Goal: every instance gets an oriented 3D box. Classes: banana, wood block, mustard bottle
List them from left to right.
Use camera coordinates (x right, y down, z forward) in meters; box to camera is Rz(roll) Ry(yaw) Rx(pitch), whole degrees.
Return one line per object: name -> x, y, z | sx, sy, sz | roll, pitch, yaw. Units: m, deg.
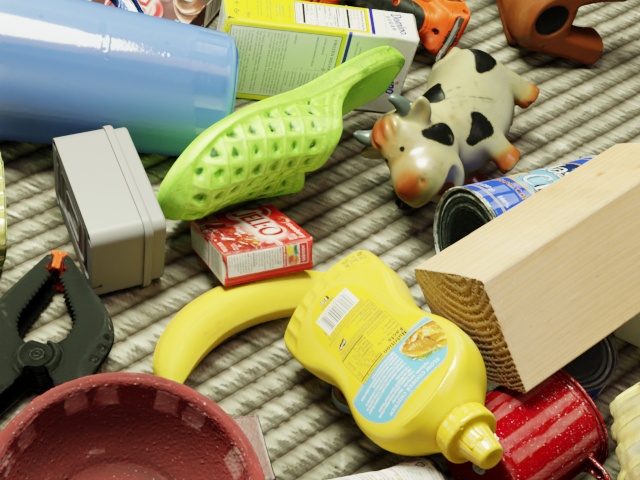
banana -> -0.055, 0.062, 0.808 | 0.197, 0.037, 0.069 | -29, 85, -31
mustard bottle -> 0.057, 0.090, 0.732 | 0.096, 0.058, 0.192 | -49, 45, 1
wood block -> 0.184, 0.013, 0.776 | 0.205, 0.090, 0.091 | -31, 106, -21

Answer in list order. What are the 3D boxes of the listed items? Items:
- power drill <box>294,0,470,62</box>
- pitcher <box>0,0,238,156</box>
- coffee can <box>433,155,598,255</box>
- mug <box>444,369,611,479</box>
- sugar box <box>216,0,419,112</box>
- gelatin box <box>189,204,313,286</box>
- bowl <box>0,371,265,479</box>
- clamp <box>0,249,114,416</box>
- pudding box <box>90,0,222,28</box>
power drill -> 0.045, -0.253, 1.051 | 0.187, 0.057, 0.184 | 16, 34, -19
pitcher -> -0.194, -0.147, 0.882 | 0.242, 0.149, 0.145 | 7, 23, -13
coffee can -> 0.179, -0.008, 0.880 | 0.140, 0.103, 0.103 | -13, 55, -24
mug -> 0.148, 0.150, 0.746 | 0.081, 0.093, 0.117 | -29, 51, -27
sugar box -> -0.007, -0.170, 0.975 | 0.176, 0.093, 0.048 | 3, 50, -13
gelatin box -> -0.056, 0.001, 0.835 | 0.073, 0.030, 0.089 | -10, 23, -20
bowl -> -0.112, 0.158, 0.603 | 0.162, 0.055, 0.162 | 7, 55, -10
clamp -> -0.185, 0.094, 0.739 | 0.164, 0.036, 0.210 | 7, 46, 1
pudding box -> -0.153, -0.225, 1.018 | 0.090, 0.039, 0.113 | 26, 49, 8
